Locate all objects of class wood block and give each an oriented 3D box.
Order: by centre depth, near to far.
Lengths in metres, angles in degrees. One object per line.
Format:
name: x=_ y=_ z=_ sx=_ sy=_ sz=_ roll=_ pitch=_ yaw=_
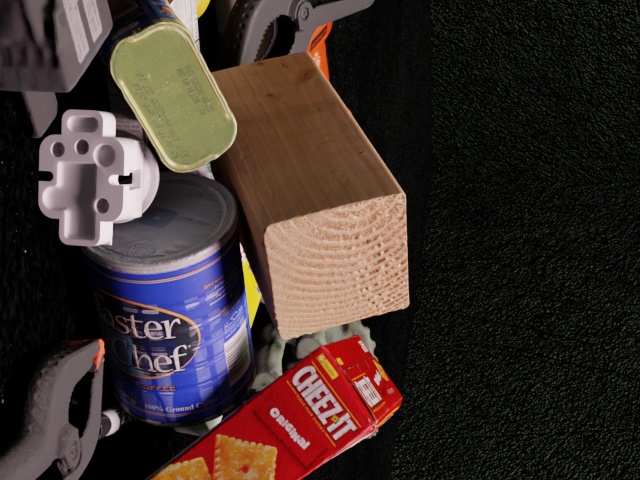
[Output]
wood block: x=-0.017 y=-0.039 z=0.727 sx=0.206 sy=0.090 sz=0.091 roll=-118 pitch=-163 yaw=-52

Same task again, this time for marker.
marker: x=-0.142 y=0.125 z=0.747 sx=0.121 sy=0.020 sz=0.020 roll=10 pitch=84 yaw=-80

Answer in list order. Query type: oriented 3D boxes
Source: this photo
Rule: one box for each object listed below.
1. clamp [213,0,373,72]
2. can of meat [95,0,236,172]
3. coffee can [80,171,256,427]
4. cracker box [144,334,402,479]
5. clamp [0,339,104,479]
clamp: x=-0.021 y=-0.191 z=0.895 sx=0.210 sy=0.036 sz=0.164 roll=-62 pitch=148 yaw=-14
can of meat: x=-0.098 y=-0.102 z=0.651 sx=0.102 sy=0.057 sz=0.084 roll=62 pitch=-5 yaw=-37
coffee can: x=-0.100 y=0.040 z=0.715 sx=0.102 sy=0.103 sz=0.140 roll=-73 pitch=164 yaw=-51
cracker box: x=-0.049 y=0.160 z=0.770 sx=0.072 sy=0.214 sz=0.164 roll=54 pitch=7 yaw=8
clamp: x=-0.156 y=0.132 z=0.611 sx=0.171 sy=0.039 sz=0.120 roll=-73 pitch=164 yaw=-54
